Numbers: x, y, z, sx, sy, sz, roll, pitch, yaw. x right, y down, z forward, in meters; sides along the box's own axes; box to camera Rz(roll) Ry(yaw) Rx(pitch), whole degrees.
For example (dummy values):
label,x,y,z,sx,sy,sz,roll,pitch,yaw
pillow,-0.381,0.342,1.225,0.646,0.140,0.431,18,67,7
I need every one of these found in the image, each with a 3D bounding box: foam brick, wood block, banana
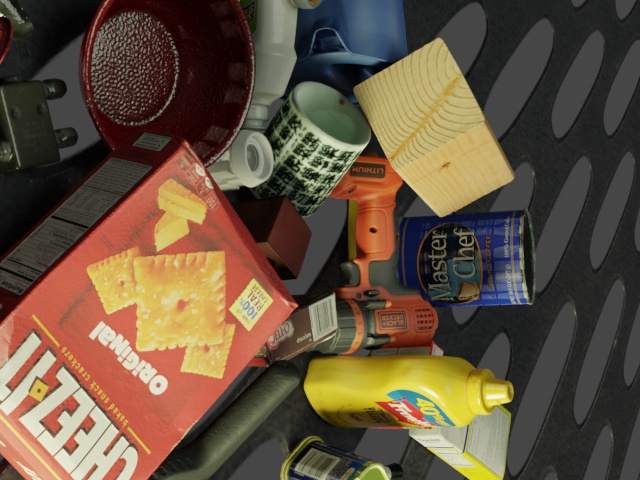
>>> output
label,x,y,z,sx,sy,sz,roll,pitch,yaw
foam brick,-0.056,0.001,0.895,0.053,0.078,0.051,53,42,-40
wood block,0.113,-0.098,1.006,0.090,0.091,0.206,65,11,17
banana,0.049,0.004,1.107,0.069,0.037,0.198,-1,87,-80

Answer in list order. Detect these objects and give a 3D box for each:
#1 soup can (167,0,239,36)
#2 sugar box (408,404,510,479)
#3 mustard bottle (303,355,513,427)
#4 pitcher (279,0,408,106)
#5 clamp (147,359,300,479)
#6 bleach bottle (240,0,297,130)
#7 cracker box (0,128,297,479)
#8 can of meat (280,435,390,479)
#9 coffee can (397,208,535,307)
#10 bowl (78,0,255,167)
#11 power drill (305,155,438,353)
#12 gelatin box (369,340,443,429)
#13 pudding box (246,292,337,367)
label,x,y,z,sx,sy,sz,roll,pitch,yaw
soup can,-0.105,-0.220,0.835,0.102,0.068,0.068,77,26,-52
sugar box,0.165,0.213,1.247,0.176,0.048,0.093,41,52,-43
mustard bottle,0.087,0.141,0.992,0.096,0.192,0.058,50,46,-42
pitcher,0.015,-0.253,1.018,0.144,0.149,0.243,7,75,-33
clamp,-0.105,0.188,0.789,0.209,0.036,0.165,-29,146,-41
bleach bottle,-0.064,-0.220,0.917,0.067,0.103,0.251,0,91,-47
cracker box,-0.132,0.057,0.707,0.213,0.072,0.164,-49,127,-25
can of meat,0.024,0.234,0.966,0.057,0.084,0.102,-44,123,-30
coffee can,0.155,0.021,1.152,0.102,0.140,0.103,-3,90,-72
bowl,-0.125,-0.128,0.803,0.161,0.055,0.162,-14,109,-45
power drill,0.025,0.014,1.018,0.184,0.057,0.187,1,80,-37
gelatin box,0.083,0.149,1.097,0.030,0.073,0.089,42,51,-47
pudding box,-0.050,0.074,0.881,0.113,0.090,0.039,-17,101,-58
